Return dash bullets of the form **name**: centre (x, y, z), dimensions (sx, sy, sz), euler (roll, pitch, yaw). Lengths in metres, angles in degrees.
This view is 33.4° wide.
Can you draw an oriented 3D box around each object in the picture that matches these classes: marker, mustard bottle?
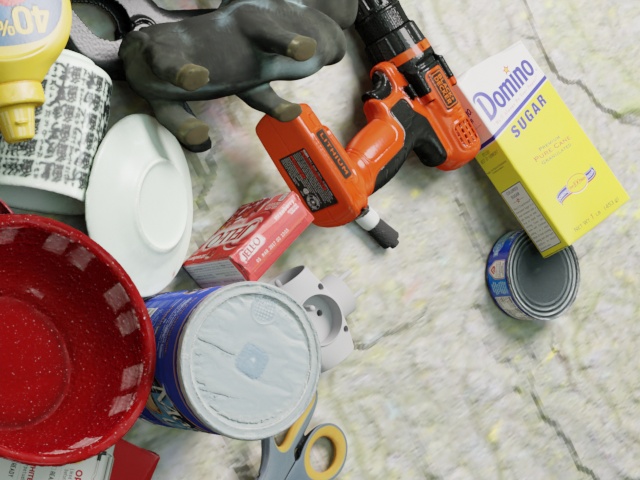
- **marker**: centre (0.022, -0.034, 0.886), dimensions (0.121, 0.020, 0.020), euler (43, 66, -20)
- **mustard bottle**: centre (-0.208, -0.156, 0.666), dimensions (0.096, 0.058, 0.191), euler (-13, 92, -29)

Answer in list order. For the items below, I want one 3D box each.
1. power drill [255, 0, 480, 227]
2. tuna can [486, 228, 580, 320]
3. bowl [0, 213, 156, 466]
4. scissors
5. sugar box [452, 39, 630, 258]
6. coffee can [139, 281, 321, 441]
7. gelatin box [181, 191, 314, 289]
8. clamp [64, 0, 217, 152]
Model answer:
- **power drill**: centre (0.036, -0.111, 0.867), dimensions (0.187, 0.057, 0.184), euler (-38, 99, -36)
- **tuna can**: centre (0.193, 0.030, 0.969), dimensions (0.086, 0.034, 0.086), euler (3, 83, -29)
- **bowl**: centre (-0.185, 0.067, 0.663), dimensions (0.161, 0.055, 0.162), euler (21, 54, -32)
- **scissors**: centre (-0.032, 0.199, 0.808), dimensions (0.096, 0.016, 0.201), euler (40, 53, -29)
- **sugar box**: centre (0.188, -0.083, 0.949), dimensions (0.093, 0.048, 0.176), euler (-33, 90, -29)
- **coffee can**: centre (-0.077, 0.083, 0.747), dimensions (0.102, 0.141, 0.103), euler (3, 83, -30)
- **gelatin box**: centre (-0.055, 0.001, 0.797), dimensions (0.073, 0.089, 0.030), euler (-47, 108, -25)
- **clamp**: centre (-0.130, -0.156, 0.801), dimensions (0.171, 0.039, 0.120), euler (35, 63, -30)
